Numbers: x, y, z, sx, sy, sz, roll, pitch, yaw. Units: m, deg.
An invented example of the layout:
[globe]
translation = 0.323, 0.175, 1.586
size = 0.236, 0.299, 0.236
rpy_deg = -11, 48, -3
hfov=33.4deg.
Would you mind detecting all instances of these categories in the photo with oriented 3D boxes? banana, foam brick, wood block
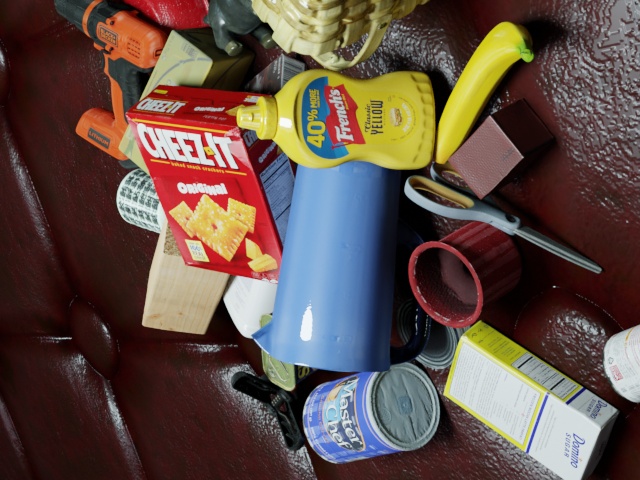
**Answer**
[banana]
translation = 0.149, -0.145, 0.992
size = 0.037, 0.069, 0.198
rpy_deg = 26, 150, -4
[foam brick]
translation = 0.171, -0.086, 1.012
size = 0.053, 0.051, 0.078
rpy_deg = 53, 141, 10
[wood block]
translation = -0.170, 0.035, 1.389
size = 0.206, 0.090, 0.091
rpy_deg = 117, 159, -56

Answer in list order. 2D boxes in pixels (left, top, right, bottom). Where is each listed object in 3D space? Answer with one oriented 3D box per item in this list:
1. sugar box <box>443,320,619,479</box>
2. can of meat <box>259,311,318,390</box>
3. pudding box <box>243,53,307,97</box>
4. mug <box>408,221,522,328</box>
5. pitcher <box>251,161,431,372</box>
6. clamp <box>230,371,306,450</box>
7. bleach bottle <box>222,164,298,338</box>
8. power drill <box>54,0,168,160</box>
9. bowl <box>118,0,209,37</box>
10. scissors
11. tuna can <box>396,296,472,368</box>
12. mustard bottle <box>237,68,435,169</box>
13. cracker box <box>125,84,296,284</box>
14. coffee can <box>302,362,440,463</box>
[sugar box]
translation = 0.217, 0.169, 1.117
size = 0.176, 0.048, 0.093
rpy_deg = 32, 133, 27
[can of meat]
translation = -0.025, 0.122, 1.330
size = 0.058, 0.083, 0.102
rpy_deg = 23, 127, 39
[pudding box]
translation = -0.054, -0.139, 1.201
size = 0.090, 0.039, 0.113
rpy_deg = -28, 51, 51
[mug]
translation = 0.146, 0.037, 1.088
size = 0.093, 0.081, 0.117
rpy_deg = 47, 139, 19
[pitcher]
translation = 0.031, 0.017, 1.126
size = 0.145, 0.149, 0.243
rpy_deg = 7, 89, 37
[clamp]
translation = -0.060, 0.199, 1.363
size = 0.120, 0.039, 0.171
rpy_deg = 52, -175, -4
[bleach bottle]
translation = -0.059, 0.002, 1.306
size = 0.103, 0.068, 0.251
rpy_deg = 59, 144, 36
[power drill]
translation = -0.266, -0.208, 1.330
size = 0.185, 0.057, 0.188
rpy_deg = 32, 132, 29
[bowl]
translation = -0.202, -0.269, 1.322
size = 0.162, 0.055, 0.162
rpy_deg = 27, 131, 37
[scissors]
translation = 0.181, -0.029, 1.049
size = 0.202, 0.096, 0.016
rpy_deg = 20, 127, 2
[tuna can]
translation = 0.127, 0.097, 1.183
size = 0.086, 0.033, 0.086
rpy_deg = 27, 130, 37
[mustard bottle]
translation = 0.014, -0.118, 1.035
size = 0.058, 0.191, 0.096
rpy_deg = -176, 85, -74
[cracker box]
translation = -0.106, -0.059, 1.177
size = 0.164, 0.072, 0.213
rpy_deg = 10, 133, 34
[coffee can]
translation = 0.059, 0.206, 1.271
size = 0.141, 0.102, 0.103
rpy_deg = -27, 91, 52
